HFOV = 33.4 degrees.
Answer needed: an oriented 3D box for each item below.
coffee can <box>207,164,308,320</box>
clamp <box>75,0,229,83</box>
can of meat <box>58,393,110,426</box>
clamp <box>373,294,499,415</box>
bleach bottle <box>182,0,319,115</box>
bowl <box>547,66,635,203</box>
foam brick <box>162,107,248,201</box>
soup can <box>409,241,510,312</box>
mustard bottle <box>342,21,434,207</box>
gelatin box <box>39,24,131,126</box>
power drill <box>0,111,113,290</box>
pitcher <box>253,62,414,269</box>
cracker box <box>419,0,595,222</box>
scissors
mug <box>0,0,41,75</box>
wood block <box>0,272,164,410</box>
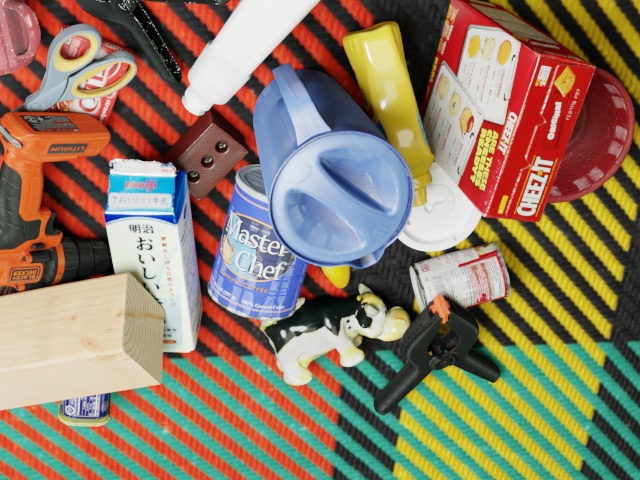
[{"bbox_3d":[-0.058,0.001,1.160,0.102,0.103,0.140,10,114,-16],"label":"coffee can"},{"bbox_3d":[-0.174,-0.242,1.038,0.171,0.039,0.120,36,118,-19],"label":"clamp"},{"bbox_3d":[-0.261,0.144,1.194,0.057,0.102,0.084,4,113,-12],"label":"can of meat"},{"bbox_3d":[0.131,0.137,1.263,0.164,0.036,0.210,-20,144,-2],"label":"clamp"},{"bbox_3d":[-0.060,-0.210,1.034,0.068,0.102,0.251,39,124,-10],"label":"bleach bottle"},{"bbox_3d":[0.263,-0.125,1.187,0.162,0.055,0.162,-4,117,-9],"label":"bowl"},{"bbox_3d":[-0.122,-0.092,1.130,0.053,0.051,0.078,39,103,-25],"label":"foam brick"},{"bbox_3d":[0.162,0.047,1.246,0.102,0.068,0.068,-16,118,-3],"label":"soup can"},{"bbox_3d":[0.076,-0.127,1.102,0.058,0.096,0.191,-18,102,-2],"label":"mustard bottle"},{"bbox_3d":[-0.240,-0.165,1.083,0.073,0.030,0.089,19,112,-20],"label":"gelatin box"},{"bbox_3d":[-0.273,-0.035,1.083,0.184,0.057,0.188,-5,123,-45],"label":"power drill"},{"bbox_3d":[-0.004,-0.093,1.044,0.144,0.243,0.149,15,112,-18],"label":"pitcher"},{"bbox_3d":[0.176,-0.137,1.074,0.072,0.214,0.164,6,115,-20],"label":"cracker box"},{"bbox_3d":[-0.279,-0.150,1.042,0.201,0.016,0.096,-21,141,-1],"label":"scissors"},{"bbox_3d":[-0.308,-0.204,1.009,0.117,0.093,0.081,15,127,28],"label":"mug"},{"bbox_3d":[-0.274,0.106,1.091,0.206,0.090,0.090,-11,147,14],"label":"wood block"}]
